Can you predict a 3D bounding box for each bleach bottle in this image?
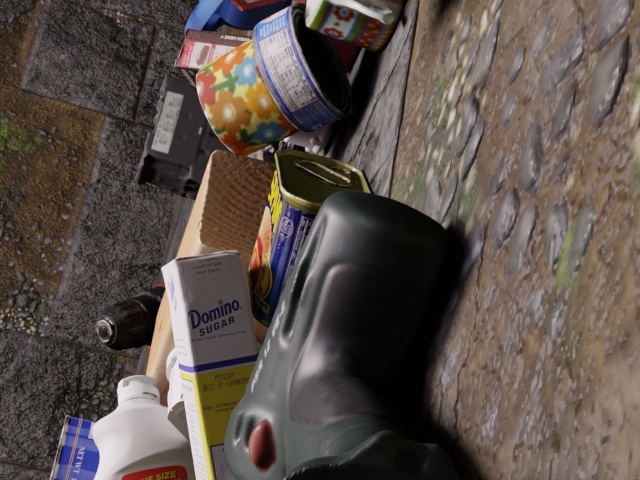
[{"bbox_3d":[-0.129,0.210,0.734,0.068,0.102,0.251,125,145,-48],"label":"bleach bottle"}]

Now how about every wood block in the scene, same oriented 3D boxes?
[{"bbox_3d":[-0.067,0.041,0.801,0.206,0.090,0.091,117,163,-48],"label":"wood block"}]

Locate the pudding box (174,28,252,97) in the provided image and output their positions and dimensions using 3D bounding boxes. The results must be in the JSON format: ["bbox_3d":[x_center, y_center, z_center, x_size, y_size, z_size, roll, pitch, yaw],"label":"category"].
[{"bbox_3d":[-0.057,-0.128,0.874,0.113,0.090,0.039,57,-136,-68],"label":"pudding box"}]

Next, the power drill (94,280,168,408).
[{"bbox_3d":[-0.144,0.125,0.970,0.184,0.057,0.188,-12,-57,-54],"label":"power drill"}]

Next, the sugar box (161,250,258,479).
[{"bbox_3d":[-0.057,0.096,0.634,0.093,0.048,0.176,164,99,-77],"label":"sugar box"}]

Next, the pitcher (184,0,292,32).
[{"bbox_3d":[-0.076,-0.295,1.131,0.243,0.145,0.149,-150,56,-82],"label":"pitcher"}]

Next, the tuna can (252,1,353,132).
[{"bbox_3d":[-0.012,-0.119,0.739,0.034,0.086,0.086,-23,36,19],"label":"tuna can"}]

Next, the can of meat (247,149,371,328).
[{"bbox_3d":[-0.008,0.001,0.642,0.102,0.057,0.084,-104,28,-68],"label":"can of meat"}]
